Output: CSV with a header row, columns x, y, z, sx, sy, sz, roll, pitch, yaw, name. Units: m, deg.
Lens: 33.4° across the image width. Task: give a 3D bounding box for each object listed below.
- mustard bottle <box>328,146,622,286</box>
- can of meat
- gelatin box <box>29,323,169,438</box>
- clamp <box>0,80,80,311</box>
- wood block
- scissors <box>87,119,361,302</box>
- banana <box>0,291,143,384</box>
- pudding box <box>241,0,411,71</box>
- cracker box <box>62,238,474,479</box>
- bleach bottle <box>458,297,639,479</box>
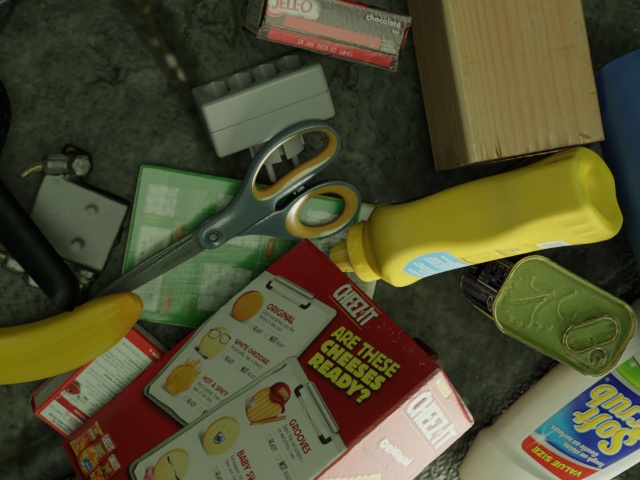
x,y,z,sx,sy,sz,roll,pitch,yaw,name
0.091,-0.008,0.696,0.192,0.096,0.058,-15,81,28,mustard bottle
0.157,0.045,0.754,0.102,0.084,0.057,28,93,-14,can of meat
-0.141,0.103,0.731,0.089,0.030,0.073,-45,117,0,gelatin box
-0.246,-0.041,0.669,0.164,0.036,0.210,-14,84,8,clamp
0.110,-0.155,0.690,0.090,0.090,0.206,-10,91,-8,wood block
-0.055,0.001,0.722,0.202,0.016,0.096,-43,124,11,scissors
-0.210,0.064,0.695,0.198,0.037,0.070,1,127,5,banana
0.000,-0.139,0.678,0.090,0.113,0.039,12,100,-13,pudding box
-0.038,0.122,0.668,0.213,0.164,0.072,-40,132,-5,cracker box
0.201,0.137,0.790,0.251,0.068,0.102,-40,101,0,bleach bottle
